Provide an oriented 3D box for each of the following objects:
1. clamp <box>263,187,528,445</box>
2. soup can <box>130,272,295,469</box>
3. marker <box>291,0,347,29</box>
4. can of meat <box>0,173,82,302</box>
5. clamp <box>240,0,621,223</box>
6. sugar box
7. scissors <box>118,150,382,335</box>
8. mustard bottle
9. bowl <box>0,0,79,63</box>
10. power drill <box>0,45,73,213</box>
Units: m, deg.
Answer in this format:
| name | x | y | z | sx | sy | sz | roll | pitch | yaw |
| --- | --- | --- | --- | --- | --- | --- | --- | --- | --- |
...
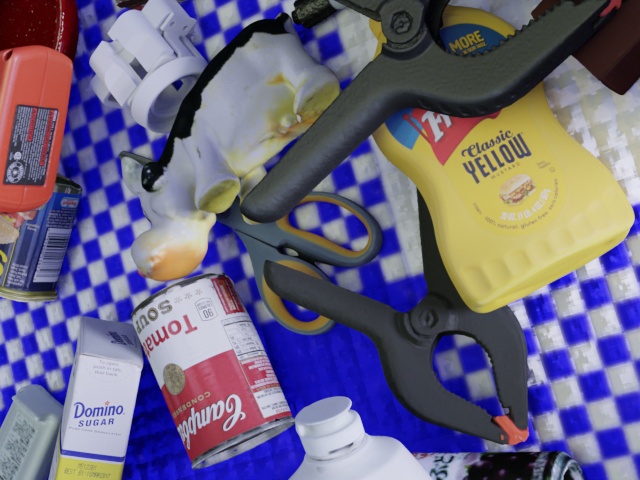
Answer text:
| name | x | y | z | sx | sy | sz | roll | pitch | yaw |
| --- | --- | --- | --- | --- | --- | --- | --- | --- | --- |
| clamp | 0.048 | 0.045 | 0.590 | 0.120 | 0.039 | 0.171 | -31 | 74 | 11 |
| soup can | -0.066 | 0.079 | 0.651 | 0.069 | 0.068 | 0.102 | -32 | 75 | 26 |
| marker | 0.034 | -0.155 | 0.618 | 0.121 | 0.020 | 0.020 | -22 | 80 | 28 |
| can of meat | -0.221 | -0.014 | 0.745 | 0.102 | 0.057 | 0.084 | 22 | 99 | 27 |
| clamp | 0.039 | -0.112 | 0.533 | 0.210 | 0.036 | 0.164 | -16 | 81 | 21 |
| sugar box | -0.150 | 0.146 | 0.687 | 0.048 | 0.093 | 0.176 | 13 | 98 | -14 |
| scissors | -0.054 | 0.001 | 0.672 | 0.202 | 0.016 | 0.096 | 9 | 93 | 29 |
| mustard bottle | 0.077 | -0.065 | 0.567 | 0.096 | 0.058 | 0.192 | -28 | 74 | 3 |
| bowl | -0.222 | -0.146 | 0.744 | 0.162 | 0.055 | 0.162 | 1 | 91 | 30 |
| power drill | -0.247 | -0.103 | 0.695 | 0.188 | 0.057 | 0.184 | 17 | 103 | 32 |
